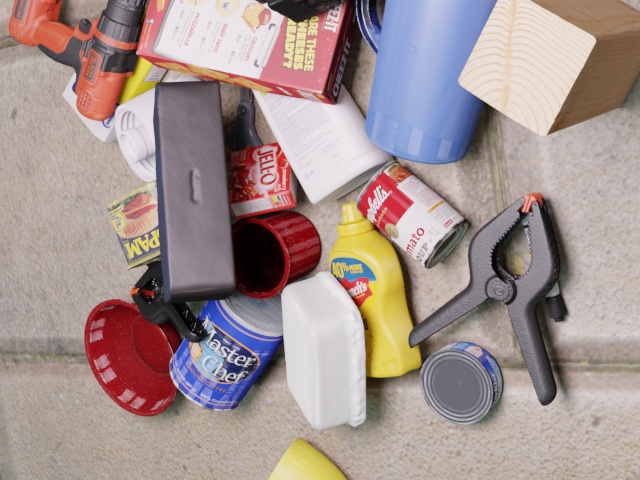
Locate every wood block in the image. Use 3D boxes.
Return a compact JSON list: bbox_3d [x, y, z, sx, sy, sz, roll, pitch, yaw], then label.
[{"bbox_3d":[0.215,-0.163,0.932,0.090,0.205,0.091,36,119,20],"label":"wood block"}]

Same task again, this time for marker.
[{"bbox_3d":[0.227,0.025,1.086,0.020,0.020,0.121,-14,94,34],"label":"marker"}]

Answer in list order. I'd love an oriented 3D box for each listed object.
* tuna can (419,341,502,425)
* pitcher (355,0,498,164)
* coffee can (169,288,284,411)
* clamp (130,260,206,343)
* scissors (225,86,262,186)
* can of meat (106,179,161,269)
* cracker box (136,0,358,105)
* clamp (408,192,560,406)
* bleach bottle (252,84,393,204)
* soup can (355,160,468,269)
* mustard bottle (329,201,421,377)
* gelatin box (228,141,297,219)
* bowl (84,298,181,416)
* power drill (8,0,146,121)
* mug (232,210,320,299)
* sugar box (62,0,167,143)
[{"bbox_3d":[0.153,0.154,1.157,0.086,0.033,0.086,9,107,31],"label":"tuna can"},{"bbox_3d":[0.110,-0.207,1.041,0.145,0.149,0.243,6,115,-13],"label":"pitcher"},{"bbox_3d":[-0.105,0.120,1.272,0.103,0.102,0.140,43,121,16],"label":"coffee can"},{"bbox_3d":[-0.173,0.051,1.272,0.172,0.039,0.120,9,79,52],"label":"clamp"},{"bbox_3d":[-0.102,-0.143,1.255,0.096,0.016,0.202,-5,99,33],"label":"scissors"},{"bbox_3d":[-0.200,-0.022,1.277,0.102,0.057,0.084,-22,88,32],"label":"can of meat"},{"bbox_3d":[-0.068,-0.245,1.121,0.214,0.072,0.164,14,89,16],"label":"cracker box"},{"bbox_3d":[0.194,0.056,1.077,0.165,0.036,0.210,29,112,20],"label":"clamp"},{"bbox_3d":[-0.023,-0.170,1.171,0.103,0.068,0.251,-32,81,26],"label":"bleach bottle"},{"bbox_3d":[0.097,-0.027,1.126,0.102,0.068,0.069,42,121,17],"label":"soup can"},{"bbox_3d":[0.053,0.052,1.177,0.096,0.058,0.191,-3,101,55],"label":"mustard bottle"},{"bbox_3d":[-0.064,-0.070,1.196,0.073,0.089,0.030,-11,136,12],"label":"gelatin box"},{"bbox_3d":[-0.230,0.143,1.381,0.162,0.055,0.162,13,114,31],"label":"bowl"},{"bbox_3d":[-0.287,-0.261,1.269,0.188,0.057,0.185,39,118,29],"label":"power drill"},{"bbox_3d":[-0.058,0.002,1.224,0.093,0.081,0.117,-27,87,34],"label":"mug"},{"bbox_3d":[-0.243,-0.212,1.309,0.093,0.048,0.176,48,120,17],"label":"sugar box"}]
